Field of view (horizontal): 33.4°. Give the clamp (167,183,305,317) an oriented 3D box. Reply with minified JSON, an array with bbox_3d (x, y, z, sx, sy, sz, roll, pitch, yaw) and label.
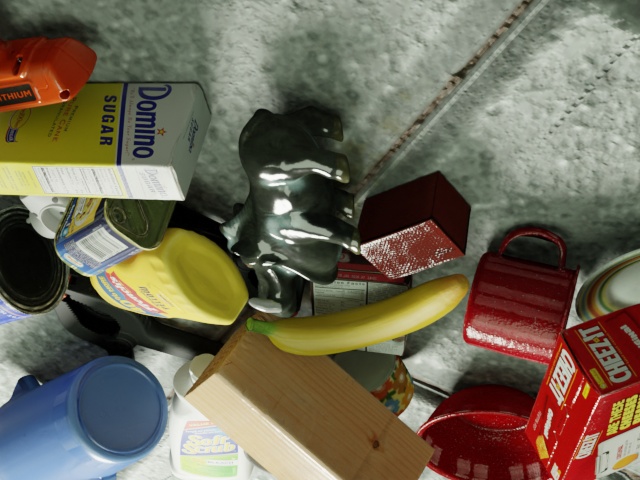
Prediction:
[{"bbox_3d":[-0.056,0.001,0.935,0.120,0.039,0.171,-18,132,37],"label":"clamp"}]

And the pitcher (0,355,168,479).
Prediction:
[{"bbox_3d":[-0.255,0.211,1.127,0.149,0.145,0.243,37,145,-17],"label":"pitcher"}]

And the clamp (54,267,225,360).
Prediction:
[{"bbox_3d":[-0.204,0.097,1.090,0.165,0.036,0.209,-23,133,35],"label":"clamp"}]

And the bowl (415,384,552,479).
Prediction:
[{"bbox_3d":[0.177,0.194,1.090,0.162,0.055,0.162,8,141,6],"label":"bowl"}]

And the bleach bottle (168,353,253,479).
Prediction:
[{"bbox_3d":[-0.120,0.184,1.123,0.102,0.068,0.251,6,149,3],"label":"bleach bottle"}]

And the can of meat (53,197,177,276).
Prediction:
[{"bbox_3d":[-0.167,-0.027,0.879,0.084,0.102,0.057,-25,129,39],"label":"can of meat"}]

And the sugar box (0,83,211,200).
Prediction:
[{"bbox_3d":[-0.181,-0.079,0.827,0.176,0.093,0.048,0,140,14],"label":"sugar box"}]

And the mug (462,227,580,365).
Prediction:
[{"bbox_3d":[0.169,0.045,0.894,0.081,0.093,0.117,13,108,14],"label":"mug"}]

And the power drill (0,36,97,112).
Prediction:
[{"bbox_3d":[-0.238,-0.178,0.742,0.185,0.057,0.187,-2,137,31],"label":"power drill"}]

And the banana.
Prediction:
[{"bbox_3d":[0.038,0.069,0.917,0.198,0.037,0.069,-15,160,16],"label":"banana"}]

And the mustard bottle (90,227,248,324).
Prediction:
[{"bbox_3d":[-0.153,0.031,0.951,0.192,0.058,0.096,0,142,51],"label":"mustard bottle"}]

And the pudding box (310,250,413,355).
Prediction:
[{"bbox_3d":[0.037,0.057,0.976,0.090,0.039,0.113,6,138,7],"label":"pudding box"}]

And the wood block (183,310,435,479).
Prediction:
[{"bbox_3d":[-0.011,0.168,0.982,0.206,0.090,0.090,42,146,-5],"label":"wood block"}]

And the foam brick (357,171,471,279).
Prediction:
[{"bbox_3d":[0.076,-0.011,0.873,0.078,0.051,0.053,-20,132,34],"label":"foam brick"}]

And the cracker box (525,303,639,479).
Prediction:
[{"bbox_3d":[0.285,0.107,0.871,0.213,0.072,0.164,-17,143,-14],"label":"cracker box"}]

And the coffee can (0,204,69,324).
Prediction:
[{"bbox_3d":[-0.320,0.033,0.991,0.141,0.102,0.102,-15,134,29],"label":"coffee can"}]
